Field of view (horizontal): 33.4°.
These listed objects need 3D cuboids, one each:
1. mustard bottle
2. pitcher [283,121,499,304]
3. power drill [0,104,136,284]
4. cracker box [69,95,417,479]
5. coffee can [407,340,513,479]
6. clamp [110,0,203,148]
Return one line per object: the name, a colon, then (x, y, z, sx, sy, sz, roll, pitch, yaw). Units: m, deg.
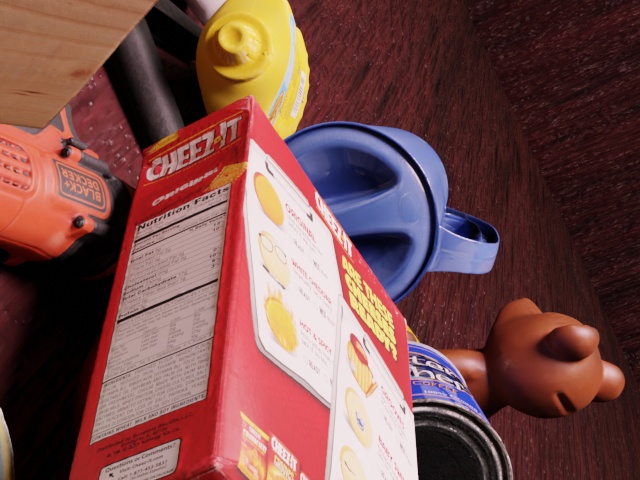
mustard bottle: (-0.044, -0.112, 0.700, 0.191, 0.058, 0.096, 29, 76, -86)
pitcher: (0.045, -0.025, 0.819, 0.149, 0.145, 0.242, 59, 15, -1)
power drill: (-0.129, -0.072, 0.515, 0.184, 0.057, 0.188, 29, 42, -63)
cracker box: (-0.021, 0.067, 0.454, 0.164, 0.072, 0.213, 55, 21, -34)
coffee can: (0.055, 0.128, 0.669, 0.140, 0.103, 0.103, -104, 169, -81)
clamp: (-0.123, -0.154, 0.663, 0.164, 0.036, 0.210, -87, 153, -56)
